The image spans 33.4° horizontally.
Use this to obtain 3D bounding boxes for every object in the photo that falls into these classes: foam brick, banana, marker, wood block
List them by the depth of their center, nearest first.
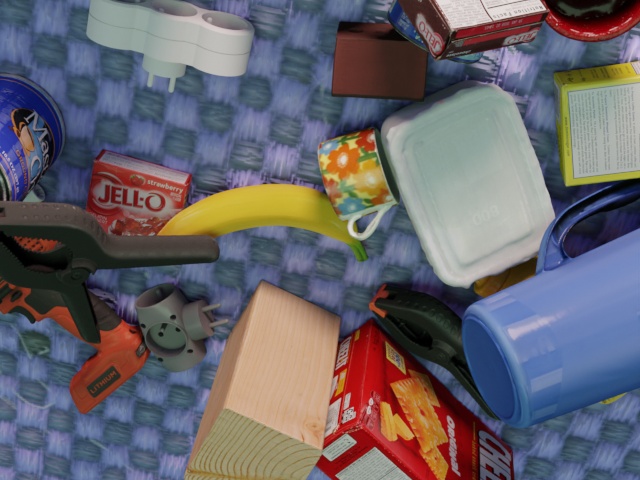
[{"bbox_3d":[0.050,-0.150,0.888,0.078,0.053,0.051,3,118,4],"label":"foam brick"},{"bbox_3d":[-0.047,0.137,0.961,0.090,0.206,0.090,26,117,-8],"label":"wood block"},{"bbox_3d":[-0.051,-0.017,0.964,0.197,0.037,0.069,3,95,-4],"label":"banana"},{"bbox_3d":[-0.314,-0.019,1.017,0.121,0.020,0.020,-28,111,19],"label":"marker"}]

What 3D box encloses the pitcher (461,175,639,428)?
[{"bbox_3d":[0.241,0.054,0.884,0.242,0.149,0.145,-19,125,-13],"label":"pitcher"}]

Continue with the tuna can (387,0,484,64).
[{"bbox_3d":[0.097,-0.176,0.850,0.086,0.086,0.034,24,119,-6],"label":"tuna can"}]

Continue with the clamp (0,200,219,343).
[{"bbox_3d":[-0.211,0.023,0.907,0.165,0.036,0.209,-40,141,26],"label":"clamp"}]

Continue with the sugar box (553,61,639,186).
[{"bbox_3d":[0.288,-0.104,0.889,0.176,0.048,0.093,-7,116,6],"label":"sugar box"}]

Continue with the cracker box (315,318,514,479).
[{"bbox_3d":[0.093,0.199,1.001,0.213,0.164,0.072,43,116,-15],"label":"cracker box"}]

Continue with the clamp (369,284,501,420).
[{"bbox_3d":[0.123,0.104,1.000,0.172,0.039,0.120,30,140,19],"label":"clamp"}]

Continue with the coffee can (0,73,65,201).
[{"bbox_3d":[-0.290,-0.073,0.917,0.103,0.140,0.103,3,118,5],"label":"coffee can"}]

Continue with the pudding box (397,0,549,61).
[{"bbox_3d":[0.103,-0.191,0.796,0.089,0.113,0.039,-15,155,-25],"label":"pudding box"}]

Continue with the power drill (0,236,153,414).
[{"bbox_3d":[-0.271,0.082,1.042,0.185,0.057,0.187,-38,108,23],"label":"power drill"}]

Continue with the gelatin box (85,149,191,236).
[{"bbox_3d":[-0.170,-0.036,0.985,0.089,0.030,0.073,16,118,-2],"label":"gelatin box"}]
